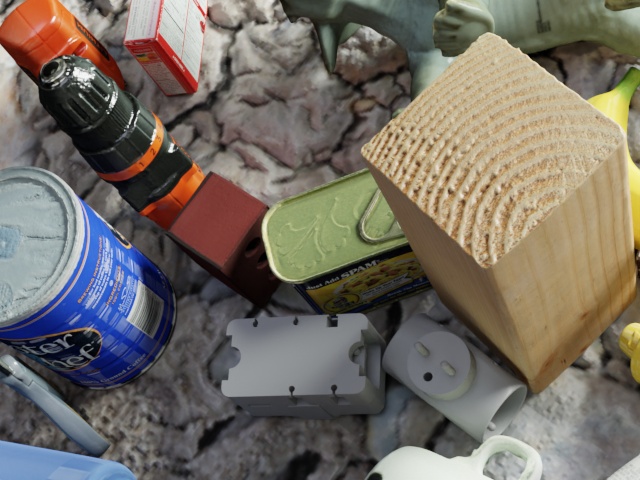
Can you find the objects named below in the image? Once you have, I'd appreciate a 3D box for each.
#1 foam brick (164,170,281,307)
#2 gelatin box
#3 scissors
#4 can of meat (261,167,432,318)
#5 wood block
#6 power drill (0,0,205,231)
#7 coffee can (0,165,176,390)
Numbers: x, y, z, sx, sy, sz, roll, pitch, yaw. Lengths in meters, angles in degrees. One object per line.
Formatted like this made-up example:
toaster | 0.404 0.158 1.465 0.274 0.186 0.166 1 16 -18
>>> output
foam brick | -0.055 0.001 0.699 0.051 0.078 0.053 31 82 27
gelatin box | -0.114 -0.164 0.794 0.030 0.073 0.089 -4 66 17
scissors | -0.171 0.092 0.641 0.096 0.202 0.016 41 78 5
can of meat | 0.026 0.004 0.666 0.102 0.084 0.057 -21 62 9
wood block | 0.105 -0.004 0.573 0.090 0.206 0.091 -43 61 -4
power drill | -0.154 -0.093 0.726 0.057 0.184 0.188 -39 51 -2
coffee can | -0.168 0.028 0.688 0.103 0.140 0.103 -7 65 15
